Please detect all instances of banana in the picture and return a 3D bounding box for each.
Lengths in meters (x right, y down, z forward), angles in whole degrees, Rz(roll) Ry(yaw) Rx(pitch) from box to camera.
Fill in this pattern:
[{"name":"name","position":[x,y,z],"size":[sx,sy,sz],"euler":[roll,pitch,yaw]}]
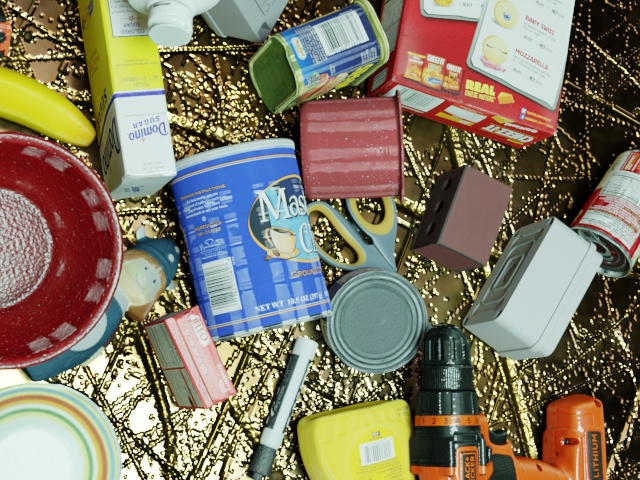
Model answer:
[{"name":"banana","position":[-0.271,-0.104,0.805],"size":[0.197,0.037,0.069],"euler":[-3,92,-21]}]

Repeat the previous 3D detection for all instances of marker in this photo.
[{"name":"marker","position":[-0.031,0.137,0.868],"size":[0.020,0.020,0.121],"euler":[25,75,-16]}]

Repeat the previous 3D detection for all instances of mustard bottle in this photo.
[{"name":"mustard bottle","position":[0.042,0.230,0.860],"size":[0.096,0.058,0.191],"euler":[-7,85,-34]}]

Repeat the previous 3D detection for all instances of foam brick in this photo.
[{"name":"foam brick","position":[0.123,-0.019,0.929],"size":[0.051,0.053,0.078],"euler":[26,74,-15]}]

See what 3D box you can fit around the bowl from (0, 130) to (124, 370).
[{"name":"bowl","position":[-0.222,0.006,0.740],"size":[0.161,0.055,0.162],"euler":[-1,93,-31]}]

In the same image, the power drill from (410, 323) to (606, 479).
[{"name":"power drill","position":[0.156,0.165,0.892],"size":[0.187,0.057,0.184],"euler":[6,80,-33]}]

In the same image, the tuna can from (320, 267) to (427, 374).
[{"name":"tuna can","position":[0.043,0.066,0.887],"size":[0.086,0.034,0.086],"euler":[-1,95,-12]}]

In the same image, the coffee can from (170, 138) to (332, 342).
[{"name":"coffee can","position":[-0.055,0.001,0.833],"size":[0.102,0.103,0.140],"euler":[-12,87,-22]}]

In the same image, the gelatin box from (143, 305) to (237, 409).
[{"name":"gelatin box","position":[-0.100,0.089,0.811],"size":[0.030,0.089,0.073],"euler":[-24,91,-22]}]

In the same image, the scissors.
[{"name":"scissors","position":[0.070,0.024,0.923],"size":[0.201,0.016,0.096],"euler":[39,71,-12]}]

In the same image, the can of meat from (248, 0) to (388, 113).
[{"name":"can of meat","position":[-0.004,-0.149,0.875],"size":[0.083,0.102,0.057],"euler":[-25,91,-20]}]

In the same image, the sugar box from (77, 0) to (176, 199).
[{"name":"sugar box","position":[-0.152,-0.125,0.820],"size":[0.048,0.093,0.176],"euler":[-5,84,-21]}]

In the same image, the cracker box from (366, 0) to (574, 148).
[{"name":"cracker box","position":[0.140,-0.208,0.953],"size":[0.164,0.072,0.213],"euler":[15,77,-19]}]

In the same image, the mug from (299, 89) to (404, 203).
[{"name":"mug","position":[0.026,-0.083,0.883],"size":[0.081,0.093,0.117],"euler":[-2,41,2]}]
